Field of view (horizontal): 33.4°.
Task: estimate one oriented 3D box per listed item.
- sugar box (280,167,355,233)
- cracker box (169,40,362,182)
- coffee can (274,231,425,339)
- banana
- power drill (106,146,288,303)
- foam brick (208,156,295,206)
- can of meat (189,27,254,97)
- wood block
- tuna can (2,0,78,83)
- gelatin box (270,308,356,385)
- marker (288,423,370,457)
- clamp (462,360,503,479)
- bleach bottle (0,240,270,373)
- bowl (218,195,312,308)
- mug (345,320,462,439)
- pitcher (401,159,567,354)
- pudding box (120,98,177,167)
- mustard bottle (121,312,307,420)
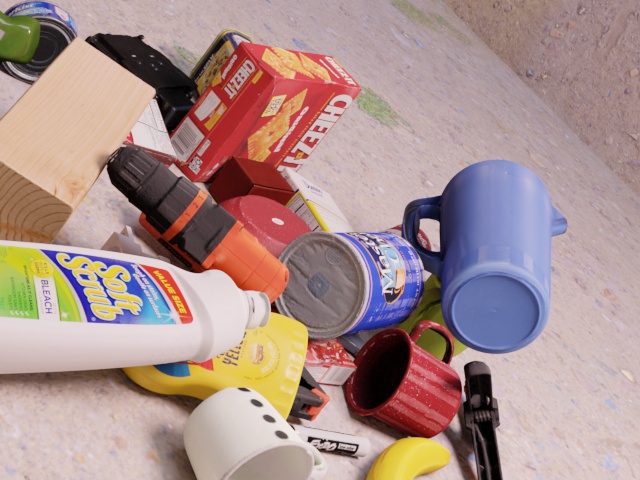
[{"bbox_3d":[0.008,-0.004,1.260,0.093,0.048,0.176,30,18,-47],"label":"sugar box"},{"bbox_3d":[-0.064,-0.147,1.277,0.072,0.164,0.213,49,24,18],"label":"cracker box"},{"bbox_3d":[0.031,0.042,1.066,0.103,0.103,0.140,48,21,20],"label":"coffee can"},{"bbox_3d":[0.076,0.219,0.972,0.069,0.037,0.197,56,23,-5],"label":"banana"},{"bbox_3d":[-0.120,-0.014,0.965,0.184,0.057,0.188,42,-6,-11],"label":"power drill"},{"bbox_3d":[-0.079,-0.057,1.229,0.078,0.053,0.051,8,38,-54],"label":"foam brick"},{"bbox_3d":[-0.119,-0.213,1.400,0.057,0.102,0.084,20,31,-39],"label":"can of meat"},{"bbox_3d":[-0.232,-0.080,0.929,0.090,0.090,0.206,35,35,-12],"label":"wood block"},{"bbox_3d":[-0.299,-0.209,1.131,0.086,0.086,0.034,23,30,-35],"label":"tuna can"},{"bbox_3d":[-0.016,0.104,1.048,0.089,0.030,0.073,14,32,-48],"label":"gelatin box"},{"bbox_3d":[-0.003,0.176,0.946,0.120,0.020,0.020,19,29,-40],"label":"marker"},{"bbox_3d":[0.166,0.172,1.104,0.036,0.164,0.210,-6,17,6],"label":"clamp"},{"bbox_3d":[-0.156,0.046,0.795,0.250,0.068,0.102,1,49,-31],"label":"bleach bottle"},{"bbox_3d":[-0.057,0.001,1.126,0.162,0.055,0.162,27,24,-13],"label":"bowl"},{"bbox_3d":[0.091,0.135,1.054,0.081,0.117,0.093,33,-5,-28],"label":"mug"},{"bbox_3d":[0.179,0.016,1.161,0.145,0.149,0.242,49,24,-15],"label":"pitcher"},{"bbox_3d":[-0.215,-0.123,1.143,0.113,0.039,0.090,16,42,-48],"label":"pudding box"},{"bbox_3d":[-0.109,0.082,0.875,0.191,0.058,0.096,22,61,-13],"label":"mustard bottle"}]
